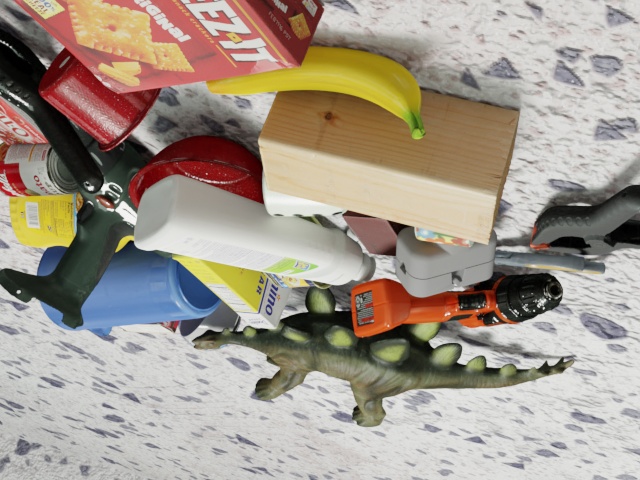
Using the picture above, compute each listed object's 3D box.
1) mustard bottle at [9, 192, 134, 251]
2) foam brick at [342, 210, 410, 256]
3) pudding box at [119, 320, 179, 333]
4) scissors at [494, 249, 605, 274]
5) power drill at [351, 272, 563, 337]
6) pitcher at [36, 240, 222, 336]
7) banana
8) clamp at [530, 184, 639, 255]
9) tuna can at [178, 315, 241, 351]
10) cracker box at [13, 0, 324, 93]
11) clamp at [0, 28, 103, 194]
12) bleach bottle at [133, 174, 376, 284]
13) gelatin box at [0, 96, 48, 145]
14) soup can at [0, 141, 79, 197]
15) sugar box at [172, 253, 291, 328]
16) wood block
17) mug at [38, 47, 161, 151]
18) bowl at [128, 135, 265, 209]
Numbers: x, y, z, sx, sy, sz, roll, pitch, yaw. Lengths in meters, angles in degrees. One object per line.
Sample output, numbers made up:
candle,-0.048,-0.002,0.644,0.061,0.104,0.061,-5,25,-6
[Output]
mustard bottle,-0.285,-0.030,1.302,0.192,0.058,0.096,9,110,21
foam brick,0.065,-0.025,1.089,0.053,0.051,0.078,5,152,31
pudding box,-0.233,0.082,1.483,0.114,0.090,0.039,-5,148,44
scissors,0.211,0.021,1.110,0.096,0.016,0.202,8,178,-28
power drill,0.140,0.067,1.130,0.187,0.057,0.185,0,168,-21
pitcher,-0.247,0.040,1.383,0.243,0.145,0.149,-5,158,36
banana,0.003,-0.134,0.890,0.198,0.069,0.037,13,136,20
clamp,0.272,-0.008,0.986,0.120,0.039,0.172,29,161,-23
tuna can,-0.154,0.108,1.485,0.086,0.086,0.034,22,154,-5
cracker box,-0.132,-0.198,0.853,0.214,0.072,0.164,-1,149,37
clamp,-0.274,-0.147,1.050,0.036,0.164,0.210,-41,103,16
bleach bottle,-0.057,0.001,1.102,0.250,0.068,0.103,17,160,-29
gelatin box,-0.346,-0.141,1.178,0.073,0.030,0.089,1,150,35
soup can,-0.322,-0.085,1.232,0.102,0.068,0.068,0,149,35
sugar box,-0.096,0.024,1.259,0.048,0.093,0.176,1,150,38
wood block,0.061,-0.077,0.936,0.206,0.090,0.090,15,154,12
mug,-0.213,-0.148,1.012,0.081,0.093,0.117,39,179,-27
bowl,-0.116,-0.062,1.118,0.162,0.055,0.162,5,151,2
